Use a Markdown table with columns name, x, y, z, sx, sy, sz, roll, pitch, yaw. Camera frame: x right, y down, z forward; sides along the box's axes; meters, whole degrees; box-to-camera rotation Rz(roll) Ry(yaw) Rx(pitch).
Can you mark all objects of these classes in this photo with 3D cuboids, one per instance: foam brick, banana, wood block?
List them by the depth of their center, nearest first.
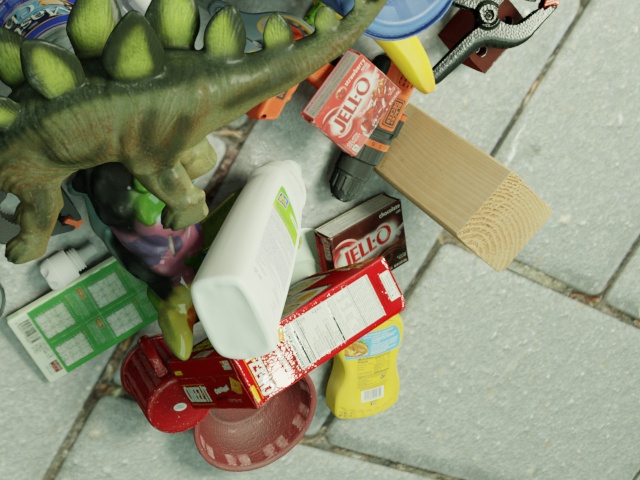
| name | x | y | z | sx | sy | sz | roll | pitch | yaw |
| --- | --- | --- | --- | --- | --- | --- | --- | --- | --- |
| banana | 0.054 | -0.215 | 1.097 | 0.197 | 0.037 | 0.069 | 21 | 78 | -41 |
| wood block | 0.149 | -0.062 | 1.198 | 0.091 | 0.206 | 0.090 | -50 | 128 | 4 |
| foam brick | 0.185 | -0.240 | 1.218 | 0.078 | 0.051 | 0.053 | -49 | 128 | 3 |

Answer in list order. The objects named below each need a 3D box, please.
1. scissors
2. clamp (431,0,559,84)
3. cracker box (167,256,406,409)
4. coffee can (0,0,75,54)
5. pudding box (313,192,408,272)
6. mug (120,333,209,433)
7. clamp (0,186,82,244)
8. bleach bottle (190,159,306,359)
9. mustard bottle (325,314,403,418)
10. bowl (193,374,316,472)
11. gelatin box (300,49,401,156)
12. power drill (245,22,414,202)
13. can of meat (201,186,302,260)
| name | x | y | z | sx | sy | sz | roll | pitch | yaw |
| --- | --- | --- | --- | --- | --- | --- | --- | --- | --- |
| scissors | -0.100 | -0.207 | 1.059 | 0.201 | 0.016 | 0.096 | 16 | 105 | -13 |
| clamp | 0.175 | -0.233 | 1.164 | 0.171 | 0.039 | 0.120 | -4 | 105 | -1 |
| cracker box | -0.035 | 0.103 | 1.153 | 0.213 | 0.164 | 0.072 | -31 | 97 | -30 |
| coffee can | -0.237 | -0.165 | 0.965 | 0.102 | 0.140 | 0.103 | -13 | 122 | -23 |
| pudding box | 0.050 | 0.006 | 1.275 | 0.113 | 0.039 | 0.090 | -31 | 128 | -29 |
| mug | -0.176 | 0.157 | 1.216 | 0.093 | 0.082 | 0.117 | -28 | 126 | -13 |
| clamp | -0.326 | -0.057 | 1.040 | 0.209 | 0.036 | 0.165 | 11 | 110 | -36 |
| bleach bottle | -0.057 | 0.001 | 1.084 | 0.068 | 0.250 | 0.102 | -9 | 122 | 20 |
| mustard bottle | 0.057 | 0.131 | 1.348 | 0.096 | 0.058 | 0.192 | -11 | 121 | -23 |
| bowl | -0.088 | 0.202 | 1.308 | 0.161 | 0.055 | 0.162 | -13 | 122 | -23 |
| gelatin box | 0.033 | -0.145 | 1.127 | 0.073 | 0.030 | 0.089 | 35 | 91 | -39 |
| power drill | 0.007 | -0.144 | 1.170 | 0.187 | 0.057 | 0.184 | 16 | 104 | -38 |
| can of meat | -0.086 | 0.000 | 1.196 | 0.102 | 0.057 | 0.084 | -43 | 126 | -3 |
